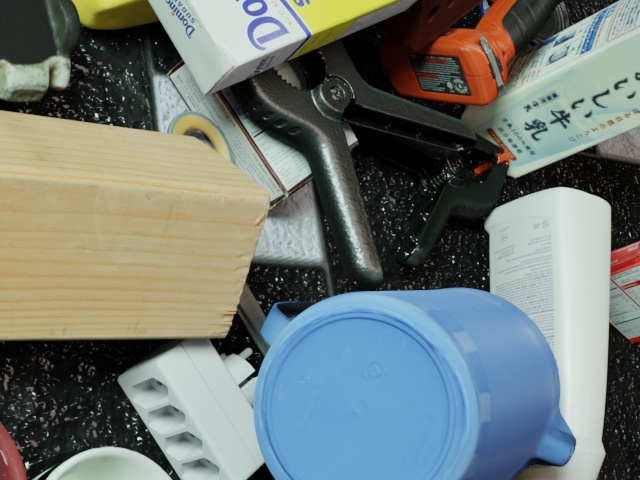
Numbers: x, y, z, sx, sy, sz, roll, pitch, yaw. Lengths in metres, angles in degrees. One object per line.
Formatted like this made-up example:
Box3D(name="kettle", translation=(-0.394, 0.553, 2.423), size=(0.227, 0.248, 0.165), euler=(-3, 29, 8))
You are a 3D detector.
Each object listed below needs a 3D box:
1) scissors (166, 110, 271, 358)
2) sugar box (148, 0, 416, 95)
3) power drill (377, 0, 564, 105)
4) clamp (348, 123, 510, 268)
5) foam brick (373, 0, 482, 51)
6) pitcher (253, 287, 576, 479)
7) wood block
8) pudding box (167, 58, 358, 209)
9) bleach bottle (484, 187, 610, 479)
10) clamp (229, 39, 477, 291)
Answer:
Box3D(name="scissors", translation=(-0.054, 0.001, 0.677), size=(0.201, 0.016, 0.096), euler=(47, 56, -16))
Box3D(name="sugar box", translation=(-0.019, -0.164, 0.660), size=(0.175, 0.048, 0.093), euler=(-30, 89, -36))
Box3D(name="power drill", translation=(0.132, -0.185, 0.842), size=(0.187, 0.185, 0.057), euler=(-45, 125, -24))
Box3D(name="clamp", translation=(0.091, -0.039, 0.808), size=(0.171, 0.039, 0.120), euler=(-4, 77, -42))
Box3D(name="foam brick", translation=(0.076, -0.183, 0.758), size=(0.051, 0.053, 0.078), euler=(39, 63, 22))
Box3D(name="pitcher", translation=(0.045, 0.083, 0.592), size=(0.242, 0.149, 0.145), euler=(17, 56, -71))
Box3D(name="wood block", translation=(-0.140, -0.008, 0.537), size=(0.205, 0.090, 0.091), euler=(4, 113, -40))
Box3D(name="pudding box", translation=(-0.036, -0.088, 0.719), size=(0.089, 0.039, 0.113), euler=(-38, 97, -42))
Box3D(name="bleach bottle", translation=(0.166, 0.093, 0.790), size=(0.068, 0.103, 0.251), euler=(15, 69, -27))
Box3D(name="clamp", translation=(0.001, -0.078, 0.691), size=(0.210, 0.036, 0.164), euler=(40, 53, -15))
